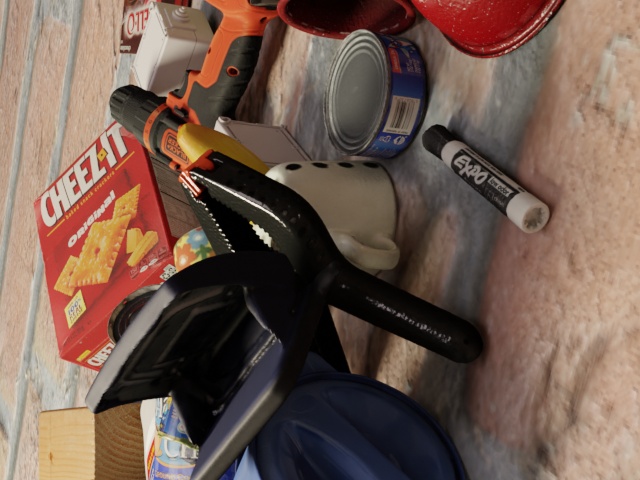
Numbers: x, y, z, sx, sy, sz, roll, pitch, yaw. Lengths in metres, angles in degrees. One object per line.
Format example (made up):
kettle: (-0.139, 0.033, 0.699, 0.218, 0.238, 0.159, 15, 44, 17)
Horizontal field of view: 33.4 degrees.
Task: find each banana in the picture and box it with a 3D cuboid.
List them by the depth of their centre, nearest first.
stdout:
banana: (-0.041, -0.003, 0.787, 0.037, 0.069, 0.198, -2, 113, 51)

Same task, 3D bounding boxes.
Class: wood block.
wood block: (-0.223, 0.217, 1.109, 0.206, 0.090, 0.091, -18, 72, 59)

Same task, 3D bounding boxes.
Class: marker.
marker: (0.094, -0.040, 0.631, 0.121, 0.020, 0.020, 49, 129, 52)

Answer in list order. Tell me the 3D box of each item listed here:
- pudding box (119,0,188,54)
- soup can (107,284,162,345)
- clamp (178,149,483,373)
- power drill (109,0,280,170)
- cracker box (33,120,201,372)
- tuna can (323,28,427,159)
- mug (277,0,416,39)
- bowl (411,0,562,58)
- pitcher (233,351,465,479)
pudding box: (-0.176, -0.240, 1.132, 0.114, 0.039, 0.090, 18, 103, 61)
soup can: (-0.131, 0.096, 0.927, 0.068, 0.068, 0.102, 56, 175, 49)
clamp: (-0.003, 0.023, 0.675, 0.210, 0.036, 0.165, 51, 142, -8)
power drill: (-0.108, -0.153, 0.931, 0.185, 0.057, 0.188, 32, 118, 32)
cracker box: (-0.198, -0.003, 1.051, 0.164, 0.072, 0.214, -40, 48, 21)
tuna can: (0.037, -0.099, 0.729, 0.086, 0.033, 0.086, -13, 75, 61)
mug: (0.014, -0.191, 0.706, 0.093, 0.117, 0.081, -2, 79, 31)
bowl: (0.087, -0.191, 0.626, 0.162, 0.055, 0.162, -11, 77, 61)
pitcher: (-0.017, 0.200, 0.697, 0.149, 0.145, 0.243, -57, -6, -51)
